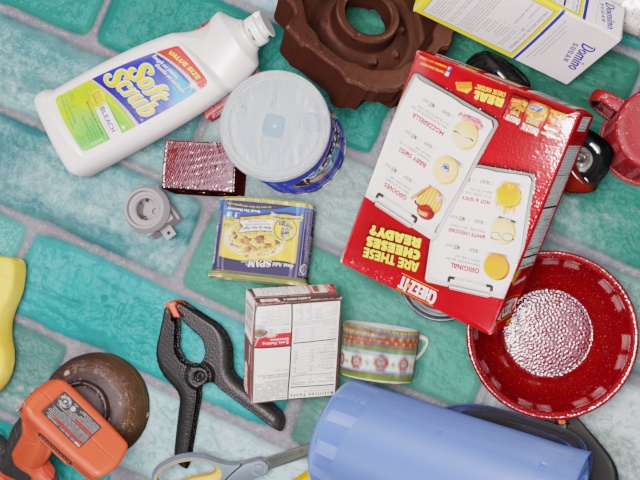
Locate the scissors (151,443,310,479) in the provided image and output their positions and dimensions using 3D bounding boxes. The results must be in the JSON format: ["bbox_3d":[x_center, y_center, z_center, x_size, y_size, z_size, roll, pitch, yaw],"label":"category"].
[{"bbox_3d":[-0.069,0.248,1.087,0.201,0.016,0.096,-3,108,-6],"label":"scissors"}]

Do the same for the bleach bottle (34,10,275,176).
[{"bbox_3d":[-0.161,-0.162,1.074,0.251,0.068,0.102,-28,85,17],"label":"bleach bottle"}]

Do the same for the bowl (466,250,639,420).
[{"bbox_3d":[0.223,0.091,1.037,0.162,0.055,0.162,0,87,8],"label":"bowl"}]

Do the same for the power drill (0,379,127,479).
[{"bbox_3d":[-0.264,0.233,1.053,0.184,0.057,0.188,43,130,-1],"label":"power drill"}]

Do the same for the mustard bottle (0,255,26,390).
[{"bbox_3d":[-0.367,0.109,1.117,0.096,0.058,0.191,6,88,9],"label":"mustard bottle"}]

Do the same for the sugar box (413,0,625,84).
[{"bbox_3d":[0.188,-0.219,1.010,0.176,0.093,0.048,21,64,-15],"label":"sugar box"}]

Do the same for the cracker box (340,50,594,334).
[{"bbox_3d":[0.133,-0.046,0.983,0.164,0.072,0.214,26,106,24],"label":"cracker box"}]

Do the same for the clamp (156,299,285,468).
[{"bbox_3d":[-0.109,0.139,1.090,0.120,0.039,0.171,-14,92,0],"label":"clamp"}]

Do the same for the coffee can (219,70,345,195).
[{"bbox_3d":[-0.033,-0.101,1.039,0.103,0.140,0.103,0,87,8],"label":"coffee can"}]

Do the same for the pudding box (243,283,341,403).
[{"bbox_3d":[-0.027,0.101,1.047,0.090,0.039,0.113,-3,114,-16],"label":"pudding box"}]

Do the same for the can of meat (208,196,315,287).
[{"bbox_3d":[-0.057,0.001,1.080,0.102,0.057,0.084,6,86,7],"label":"can of meat"}]

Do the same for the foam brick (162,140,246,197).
[{"bbox_3d":[-0.119,-0.073,1.094,0.078,0.053,0.051,4,88,8],"label":"foam brick"}]

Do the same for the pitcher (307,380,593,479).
[{"bbox_3d":[0.121,0.211,0.979,0.243,0.149,0.145,18,84,23],"label":"pitcher"}]
